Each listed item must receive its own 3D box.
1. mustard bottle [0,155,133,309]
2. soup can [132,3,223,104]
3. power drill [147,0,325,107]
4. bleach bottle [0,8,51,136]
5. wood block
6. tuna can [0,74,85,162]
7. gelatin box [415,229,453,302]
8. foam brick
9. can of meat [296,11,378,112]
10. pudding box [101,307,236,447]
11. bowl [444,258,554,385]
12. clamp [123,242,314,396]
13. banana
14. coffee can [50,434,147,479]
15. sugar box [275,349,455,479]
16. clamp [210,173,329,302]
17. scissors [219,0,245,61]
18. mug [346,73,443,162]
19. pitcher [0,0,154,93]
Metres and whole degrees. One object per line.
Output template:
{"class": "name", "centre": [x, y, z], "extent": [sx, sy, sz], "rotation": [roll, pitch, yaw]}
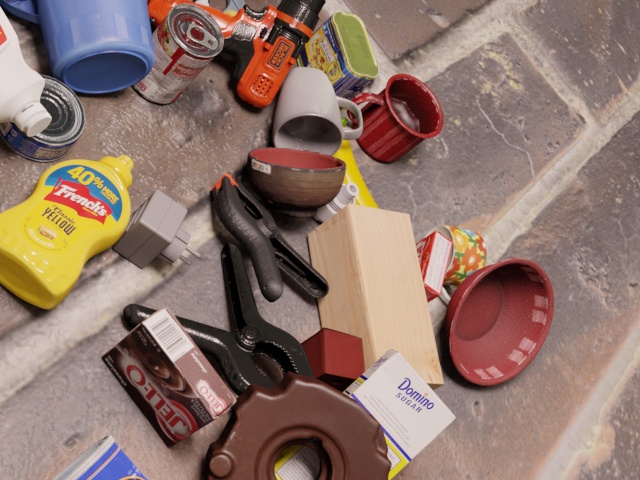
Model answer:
{"class": "mustard bottle", "centre": [-0.240, -0.025, 1.036], "extent": [0.096, 0.058, 0.191], "rotation": [36, 46, -1]}
{"class": "soup can", "centre": [-0.161, -0.203, 1.173], "extent": [0.068, 0.102, 0.068], "rotation": [19, 54, -29]}
{"class": "power drill", "centre": [-0.096, -0.273, 1.241], "extent": [0.187, 0.057, 0.184], "rotation": [28, 91, -15]}
{"class": "bleach bottle", "centre": [-0.343, -0.205, 1.033], "extent": [0.251, 0.068, 0.102], "rotation": [49, 50, 7]}
{"class": "wood block", "centre": [0.058, 0.074, 1.190], "extent": [0.090, 0.090, 0.206], "rotation": [8, 61, -35]}
{"class": "tuna can", "centre": [-0.282, -0.124, 1.079], "extent": [0.086, 0.034, 0.086], "rotation": [19, 54, -29]}
{"class": "gelatin box", "centre": [0.117, 0.039, 1.268], "extent": [0.030, 0.073, 0.089], "rotation": [34, 49, -18]}
{"class": "foam brick", "centre": [0.003, 0.134, 1.121], "extent": [0.052, 0.078, 0.051], "rotation": [17, 54, -30]}
{"class": "can of meat", "centre": [0.021, -0.225, 1.342], "extent": [0.057, 0.084, 0.102], "rotation": [-1, 66, -39]}
{"class": "pudding box", "centre": [-0.143, 0.129, 0.999], "extent": [0.113, 0.090, 0.039], "rotation": [54, 44, 2]}
{"class": "bowl", "centre": [0.204, 0.091, 1.287], "extent": [0.161, 0.055, 0.162], "rotation": [-11, 113, -29]}
{"class": "clamp", "centre": [-0.087, 0.105, 1.073], "extent": [0.164, 0.036, 0.210], "rotation": [-27, 68, -41]}
{"class": "banana", "centre": [0.044, -0.069, 1.301], "extent": [0.069, 0.037, 0.198], "rotation": [-7, 69, -40]}
{"class": "coffee can", "centre": [-0.172, 0.250, 0.896], "extent": [0.140, 0.103, 0.102], "rotation": [50, 45, -3]}
{"class": "sugar box", "centre": [0.039, 0.201, 1.067], "extent": [0.176, 0.048, 0.093], "rotation": [-41, 95, -9]}
{"class": "clamp", "centre": [-0.058, 0.001, 1.165], "extent": [0.120, 0.039, 0.171], "rotation": [22, 34, -60]}
{"class": "scissors", "centre": [-0.092, -0.298, 1.345], "extent": [0.096, 0.016, 0.201], "rotation": [25, 52, -27]}
{"class": "mug", "centre": [0.086, -0.155, 1.353], "extent": [0.117, 0.082, 0.093], "rotation": [15, 56, -31]}
{"class": "pitcher", "centre": [-0.261, -0.283, 1.137], "extent": [0.144, 0.149, 0.243], "rotation": [9, 62, -52]}
